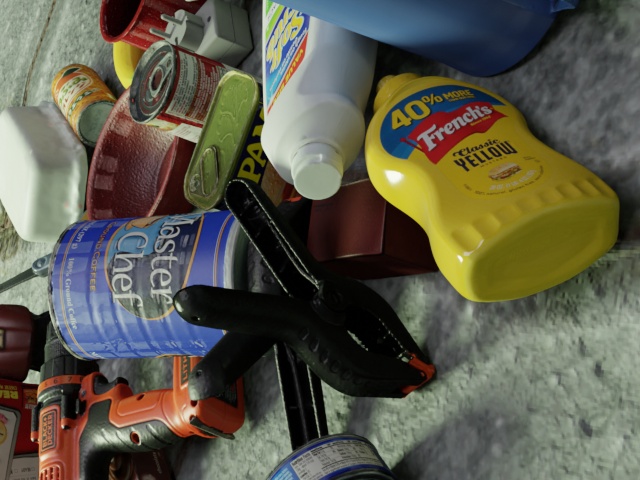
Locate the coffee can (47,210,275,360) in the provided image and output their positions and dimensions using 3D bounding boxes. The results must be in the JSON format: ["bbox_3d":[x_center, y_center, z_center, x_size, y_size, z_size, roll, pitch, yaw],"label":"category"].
[{"bbox_3d":[-0.104,0.032,0.751,0.140,0.102,0.103,-3,72,20],"label":"coffee can"}]

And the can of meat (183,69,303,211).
[{"bbox_3d":[-0.041,-0.063,0.787,0.058,0.083,0.102,29,100,53],"label":"can of meat"}]

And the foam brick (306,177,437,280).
[{"bbox_3d":[0.035,-0.007,0.692,0.078,0.051,0.053,-9,69,51],"label":"foam brick"}]

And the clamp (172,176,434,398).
[{"bbox_3d":[-0.009,0.046,0.632,0.039,0.171,0.120,-46,7,44],"label":"clamp"}]

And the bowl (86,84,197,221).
[{"bbox_3d":[-0.147,-0.065,0.953,0.162,0.055,0.162,-24,59,47],"label":"bowl"}]

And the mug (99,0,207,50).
[{"bbox_3d":[-0.145,-0.225,0.988,0.093,0.081,0.117,-15,66,50],"label":"mug"}]

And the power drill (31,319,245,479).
[{"bbox_3d":[-0.150,0.113,0.848,0.188,0.057,0.184,-26,55,27],"label":"power drill"}]

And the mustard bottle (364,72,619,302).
[{"bbox_3d":[0.080,-0.046,0.616,0.192,0.096,0.058,-125,17,-48],"label":"mustard bottle"}]

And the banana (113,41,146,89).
[{"bbox_3d":[-0.179,-0.221,1.071,0.070,0.037,0.198,-28,54,44],"label":"banana"}]

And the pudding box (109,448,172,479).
[{"bbox_3d":[-0.163,0.207,0.884,0.090,0.039,0.113,-53,40,26],"label":"pudding box"}]

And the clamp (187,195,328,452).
[{"bbox_3d":[-0.027,0.050,0.692,0.036,0.164,0.210,-10,57,23],"label":"clamp"}]

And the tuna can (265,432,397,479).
[{"bbox_3d":[0.006,0.159,0.639,0.086,0.086,0.034,-61,40,18],"label":"tuna can"}]

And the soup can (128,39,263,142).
[{"bbox_3d":[-0.093,-0.112,0.859,0.069,0.102,0.068,-24,59,47],"label":"soup can"}]

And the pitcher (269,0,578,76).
[{"bbox_3d":[0.025,-0.182,0.607,0.149,0.242,0.145,-36,53,48],"label":"pitcher"}]

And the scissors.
[{"bbox_3d":[-0.257,0.009,1.029,0.202,0.016,0.096,-15,45,17],"label":"scissors"}]

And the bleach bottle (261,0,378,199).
[{"bbox_3d":[0.002,-0.125,0.713,0.103,0.068,0.251,-47,28,34],"label":"bleach bottle"}]
